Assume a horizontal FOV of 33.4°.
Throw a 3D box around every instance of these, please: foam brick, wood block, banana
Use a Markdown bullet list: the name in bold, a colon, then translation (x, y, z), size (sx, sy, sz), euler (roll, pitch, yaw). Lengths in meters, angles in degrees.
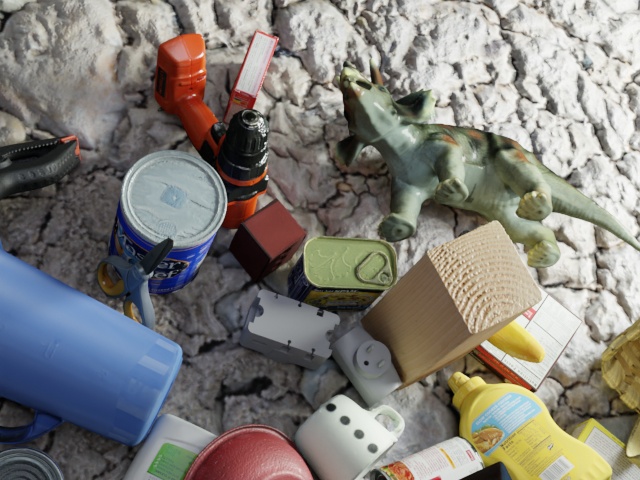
- **foam brick**: translation (-0.057, 0.001, 1.137), size (0.053, 0.078, 0.051), euler (-36, 82, -24)
- **wood block**: translation (0.127, 0.071, 1.087), size (0.090, 0.206, 0.091), euler (-23, 76, -23)
- **banana**: translation (0.185, 0.063, 1.169), size (0.069, 0.037, 0.198), euler (-18, 43, 4)

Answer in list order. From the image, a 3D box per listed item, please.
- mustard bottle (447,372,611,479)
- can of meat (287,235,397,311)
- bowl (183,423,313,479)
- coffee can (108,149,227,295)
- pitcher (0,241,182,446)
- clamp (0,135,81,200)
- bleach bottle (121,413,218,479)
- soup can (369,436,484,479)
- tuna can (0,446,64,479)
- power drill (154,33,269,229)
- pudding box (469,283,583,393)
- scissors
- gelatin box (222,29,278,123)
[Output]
- **mustard bottle**: translation (0.202, 0.207, 1.113), size (0.096, 0.058, 0.192), euler (-37, 58, -12)
- **can of meat**: translation (0.021, 0.039, 1.139), size (0.102, 0.084, 0.057), euler (3, 67, -15)
- **bowl**: translation (-0.056, 0.256, 0.997), size (0.161, 0.055, 0.162), euler (-3, 94, -41)
- **coffee can**: translation (-0.157, -0.015, 1.079), size (0.102, 0.140, 0.103), euler (6, 66, -14)
- **pitcher**: translation (-0.264, 0.109, 1.011), size (0.242, 0.149, 0.145), euler (27, 33, -7)
- **clamp**: translation (-0.323, -0.061, 1.068), size (0.209, 0.036, 0.165), euler (-22, 32, -37)
- **bleach bottle**: translation (-0.164, 0.294, 0.992), size (0.102, 0.068, 0.250), euler (27, 66, -4)
- **soup can**: translation (0.110, 0.247, 1.085), size (0.102, 0.069, 0.068), euler (-17, 73, -22)
- **tuna can**: translation (-0.280, 0.234, 0.989), size (0.086, 0.034, 0.086), euler (3, 79, -13)
- **power drill**: translation (-0.114, -0.126, 1.126), size (0.057, 0.185, 0.188), euler (-18, 64, -23)
- **pudding box**: translation (0.228, 0.106, 1.196), size (0.090, 0.039, 0.113), euler (40, 65, 3)
- **scissors**: translation (-0.166, 0.047, 1.030), size (0.016, 0.202, 0.096), euler (-30, 102, -30)
- **gelatin box**: translation (-0.081, -0.183, 1.210), size (0.030, 0.073, 0.089), euler (20, 64, -8)
